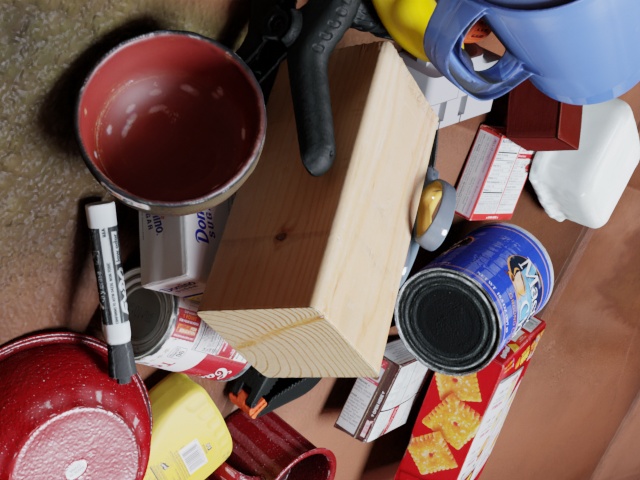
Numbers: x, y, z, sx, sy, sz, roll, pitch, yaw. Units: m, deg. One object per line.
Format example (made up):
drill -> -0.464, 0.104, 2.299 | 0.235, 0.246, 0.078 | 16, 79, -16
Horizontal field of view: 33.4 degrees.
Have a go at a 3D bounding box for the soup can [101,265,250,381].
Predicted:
soup can -> -0.098, 0.060, 0.762 | 0.102, 0.069, 0.068 | 25, 98, -55

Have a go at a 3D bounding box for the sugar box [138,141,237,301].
sugar box -> -0.055, 0.001, 0.750 | 0.176, 0.048, 0.093 | 20, 61, -52

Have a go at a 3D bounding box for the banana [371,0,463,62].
banana -> 0.059, -0.174, 0.688 | 0.069, 0.037, 0.198 | -34, 143, -13

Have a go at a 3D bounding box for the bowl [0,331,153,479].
bowl -> -0.172, 0.145, 0.707 | 0.161, 0.055, 0.162 | -10, 107, -35

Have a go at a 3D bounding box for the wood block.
wood block -> 0.004, -0.021, 0.709 | 0.090, 0.091, 0.206 | 49, 47, -44

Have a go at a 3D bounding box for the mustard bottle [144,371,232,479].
mustard bottle -> -0.157, 0.189, 0.804 | 0.191, 0.058, 0.096 | -40, 141, -23

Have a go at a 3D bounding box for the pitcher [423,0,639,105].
pitcher -> 0.161, -0.169, 0.729 | 0.242, 0.149, 0.145 | 27, 59, -66

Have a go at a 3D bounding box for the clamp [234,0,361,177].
clamp -> -0.013, -0.123, 0.676 | 0.039, 0.120, 0.171 | 14, 103, -61

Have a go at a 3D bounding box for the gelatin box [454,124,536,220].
gelatin box -> 0.166, -0.064, 1.012 | 0.073, 0.030, 0.089 | -3, 117, -49

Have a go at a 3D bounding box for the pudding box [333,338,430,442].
pudding box -> 0.067, 0.142, 1.039 | 0.113, 0.039, 0.090 | -7, 123, -65

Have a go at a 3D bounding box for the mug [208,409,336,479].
mug -> -0.053, 0.194, 0.912 | 0.117, 0.082, 0.093 | 14, 106, -54

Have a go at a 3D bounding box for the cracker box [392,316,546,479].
cracker box -> 0.152, 0.184, 1.135 | 0.164, 0.072, 0.214 | -25, 138, -61

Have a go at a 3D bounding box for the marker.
marker -> -0.136, 0.035, 0.695 | 0.020, 0.020, 0.121 | -16, 104, -43

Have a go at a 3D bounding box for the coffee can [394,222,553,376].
coffee can -> 0.144, 0.051, 0.989 | 0.140, 0.103, 0.103 | -31, 140, -54

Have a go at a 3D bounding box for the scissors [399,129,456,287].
scissors -> 0.070, -0.027, 0.797 | 0.096, 0.016, 0.201 | -58, -170, 17

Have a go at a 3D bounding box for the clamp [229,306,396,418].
clamp -> 0.008, 0.079, 0.933 | 0.209, 0.036, 0.164 | -46, 146, -16

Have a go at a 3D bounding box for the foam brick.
foam brick -> 0.204, -0.123, 0.966 | 0.052, 0.051, 0.078 | 18, 76, -54
